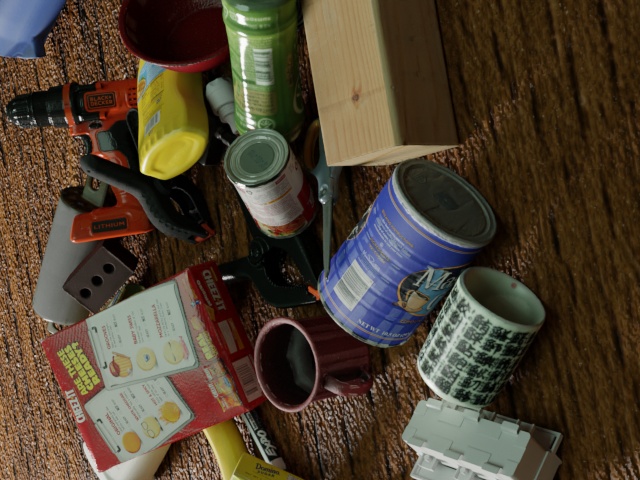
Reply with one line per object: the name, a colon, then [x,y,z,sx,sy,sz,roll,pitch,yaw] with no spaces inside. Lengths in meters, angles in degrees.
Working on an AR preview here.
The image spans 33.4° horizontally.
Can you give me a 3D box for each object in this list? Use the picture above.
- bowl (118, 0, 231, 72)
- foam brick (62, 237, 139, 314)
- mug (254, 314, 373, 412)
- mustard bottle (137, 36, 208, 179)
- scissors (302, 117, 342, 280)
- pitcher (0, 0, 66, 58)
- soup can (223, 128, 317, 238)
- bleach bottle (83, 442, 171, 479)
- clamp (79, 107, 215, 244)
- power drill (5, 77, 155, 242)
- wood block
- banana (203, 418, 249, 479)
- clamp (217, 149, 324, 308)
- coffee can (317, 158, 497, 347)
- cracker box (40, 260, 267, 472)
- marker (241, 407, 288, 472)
bowl: [-0.129,-0.232,1.131,0.162,0.055,0.162,-7,58,11]
foam brick: [-0.268,0.041,1.304,0.053,0.051,0.078,41,103,-13]
mug: [0.003,0.120,1.047,0.117,0.081,0.093,24,111,42]
mustard bottle: [-0.168,-0.168,1.186,0.096,0.058,0.191,-41,46,40]
scissors: [0.018,-0.061,0.998,0.096,0.016,0.202,-50,32,29]
pitcher: [-0.369,-0.365,1.344,0.243,0.149,0.145,-48,33,33]
soup can: [-0.049,-0.056,1.052,0.068,0.102,0.068,-8,59,13]
bleach bottle: [-0.197,0.192,1.274,0.103,0.067,0.251,49,123,25]
clamp: [-0.190,-0.059,1.192,0.171,0.120,0.039,52,135,-6]
power drill: [-0.271,-0.094,1.262,0.184,0.057,0.188,-7,96,3]
wood block: [0.049,-0.177,0.966,0.091,0.090,0.206,-12,85,45]
banana: [-0.105,0.253,1.196,0.070,0.037,0.198,-17,83,30]
clamp: [-0.057,0.001,1.129,0.210,0.036,0.165,25,111,43]
coffee can: [0.075,0.012,0.948,0.103,0.102,0.140,55,129,27]
cracker box: [-0.179,0.138,1.169,0.214,0.072,0.164,-26,87,24]
marker: [-0.058,0.225,1.165,0.020,0.020,0.121,-49,61,37]
